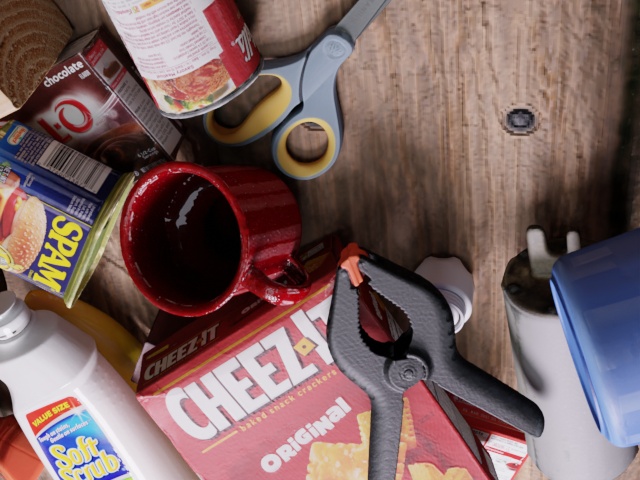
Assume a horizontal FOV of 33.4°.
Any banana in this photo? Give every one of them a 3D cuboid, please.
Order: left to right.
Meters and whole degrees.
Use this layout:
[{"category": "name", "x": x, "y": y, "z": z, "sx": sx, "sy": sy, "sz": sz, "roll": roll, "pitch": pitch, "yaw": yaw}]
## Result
[{"category": "banana", "x": -0.160, "y": 0.106, "z": 0.825, "sx": 0.069, "sy": 0.037, "sz": 0.198, "roll": -19, "pitch": 129, "yaw": -2}]

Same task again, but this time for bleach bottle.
[{"category": "bleach bottle", "x": -0.179, "y": 0.136, "z": 0.794, "sx": 0.103, "sy": 0.068, "sz": 0.250, "roll": -10, "pitch": 129, "yaw": 23}]

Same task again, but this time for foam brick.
[{"category": "foam brick", "x": -0.092, "y": 0.086, "z": 0.791, "sx": 0.078, "sy": 0.051, "sz": 0.053, "roll": 21, "pitch": 133, "yaw": -6}]

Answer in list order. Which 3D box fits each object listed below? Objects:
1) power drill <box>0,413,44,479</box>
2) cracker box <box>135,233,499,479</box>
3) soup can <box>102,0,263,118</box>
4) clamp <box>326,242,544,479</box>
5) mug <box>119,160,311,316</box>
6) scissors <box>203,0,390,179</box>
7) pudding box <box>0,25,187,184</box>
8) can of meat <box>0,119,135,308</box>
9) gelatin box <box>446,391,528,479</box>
[{"category": "power drill", "x": -0.300, "y": 0.127, "z": 0.831, "sx": 0.187, "sy": 0.057, "sz": 0.185, "roll": 35, "pitch": 165, "yaw": -18}, {"category": "cracker box", "x": 0.002, "y": 0.130, "z": 0.735, "sx": 0.164, "sy": 0.072, "sz": 0.213, "roll": -33, "pitch": 109, "yaw": 8}, {"category": "soup can", "x": -0.083, "y": -0.128, "z": 0.589, "sx": 0.069, "sy": 0.068, "sz": 0.102, "roll": -12, "pitch": 126, "yaw": 23}, {"category": "clamp", "x": 0.048, "y": 0.085, "z": 0.666, "sx": 0.120, "sy": 0.039, "sz": 0.171, "roll": -37, "pitch": 101, "yaw": 3}, {"category": "mug", "x": -0.054, "y": 0.001, "z": 0.661, "sx": 0.117, "sy": 0.081, "sz": 0.093, "roll": 33, "pitch": 111, "yaw": 20}, {"category": "scissors", "x": 0.016, "y": -0.098, "z": 0.627, "sx": 0.202, "sy": 0.016, "sz": 0.096, "roll": -26, "pitch": 122, "yaw": 32}, {"category": "pudding box", "x": -0.154, "y": -0.072, "z": 0.676, "sx": 0.114, "sy": 0.039, "sz": 0.090, "roll": -22, "pitch": 122, "yaw": 30}, {"category": "can of meat", "x": -0.173, "y": -0.018, "z": 0.666, "sx": 0.084, "sy": 0.057, "sz": 0.102, "roll": 27, "pitch": 135, "yaw": -6}, {"category": "gelatin box", "x": 0.117, "y": 0.159, "z": 0.819, "sx": 0.073, "sy": 0.030, "sz": 0.089, "roll": 18, "pitch": 133, "yaw": 0}]
